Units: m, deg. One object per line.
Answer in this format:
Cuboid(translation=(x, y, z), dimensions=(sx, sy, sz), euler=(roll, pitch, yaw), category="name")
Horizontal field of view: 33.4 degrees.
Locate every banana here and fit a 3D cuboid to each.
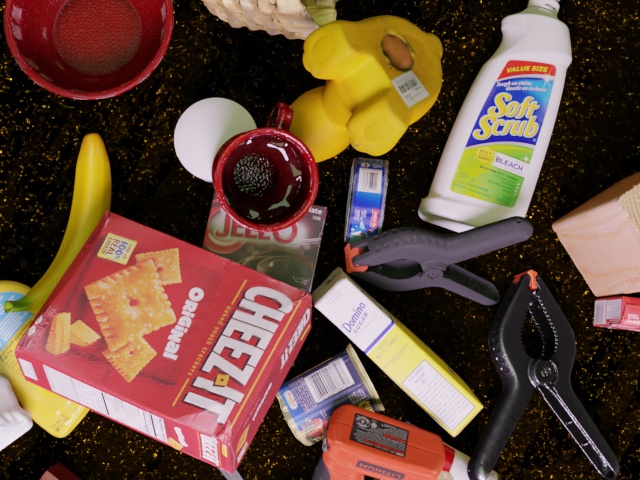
Cuboid(translation=(-0.234, -0.005, 1.017), dimensions=(0.037, 0.069, 0.197), euler=(7, 64, 22), category="banana")

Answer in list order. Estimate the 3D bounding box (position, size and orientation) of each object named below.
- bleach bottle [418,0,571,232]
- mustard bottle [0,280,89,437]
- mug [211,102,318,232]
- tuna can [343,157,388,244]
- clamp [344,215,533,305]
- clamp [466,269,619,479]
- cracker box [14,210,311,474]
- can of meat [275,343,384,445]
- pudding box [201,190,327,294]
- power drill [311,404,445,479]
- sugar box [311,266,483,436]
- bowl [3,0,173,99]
Cuboid(translation=(0.180, -0.129, 1.048), dimensions=(0.102, 0.068, 0.251), euler=(18, 83, -1), category="bleach bottle")
Cuboid(translation=(-0.290, 0.094, 1.012), dimensions=(0.191, 0.058, 0.096), euler=(37, 75, 1), category="mustard bottle")
Cuboid(translation=(-0.052, -0.070, 0.975), dimensions=(0.093, 0.081, 0.117), euler=(15, 94, -14), category="mug")
Cuboid(translation=(0.043, -0.037, 1.022), dimensions=(0.033, 0.086, 0.086), euler=(6, 85, 0), category="tuna can")
Cuboid(translation=(0.111, 0.013, 0.994), dimensions=(0.171, 0.120, 0.039), euler=(6, 44, -18), category="clamp")
Cuboid(translation=(0.198, 0.134, 1.018), dimensions=(0.164, 0.036, 0.210), euler=(-4, 77, -26), category="clamp")
Cuboid(translation=(-0.137, 0.085, 0.951), dimensions=(0.214, 0.072, 0.164), euler=(21, 59, 13), category="cracker box")
Cuboid(translation=(0.008, 0.147, 0.998), dimensions=(0.084, 0.102, 0.057), euler=(-28, 71, -2), category="can of meat")
Cuboid(translation=(-0.057, 0.001, 1.038), dimensions=(0.113, 0.039, 0.090), euler=(12, 84, -1), category="pudding box")
Cuboid(translation=(0.046, 0.246, 0.967), dimensions=(0.184, 0.057, 0.188), euler=(19, 123, -3), category="power drill")
Cuboid(translation=(0.070, 0.100, 0.999), dimensions=(0.048, 0.093, 0.176), euler=(-44, 94, 1), category="sugar box")
Cuboid(translation=(-0.222, -0.211, 1.042), dimensions=(0.162, 0.055, 0.162), euler=(0, 85, -2), category="bowl")
